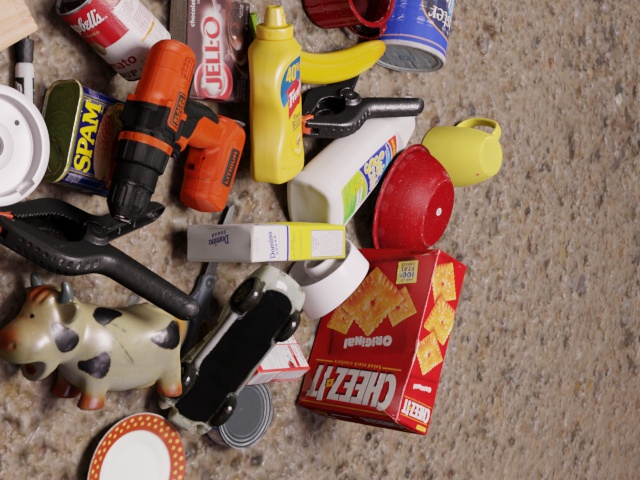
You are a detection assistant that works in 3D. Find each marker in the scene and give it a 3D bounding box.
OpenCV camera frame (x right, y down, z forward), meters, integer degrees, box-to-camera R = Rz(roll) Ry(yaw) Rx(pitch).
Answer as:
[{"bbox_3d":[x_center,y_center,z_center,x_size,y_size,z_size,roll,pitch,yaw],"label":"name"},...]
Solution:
[{"bbox_3d":[-0.282,-0.136,1.018,0.020,0.020,0.121,-2,93,-47],"label":"marker"}]

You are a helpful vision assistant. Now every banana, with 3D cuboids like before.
[{"bbox_3d":[-0.004,-0.221,1.280,0.197,0.037,0.070,5,109,-36],"label":"banana"}]

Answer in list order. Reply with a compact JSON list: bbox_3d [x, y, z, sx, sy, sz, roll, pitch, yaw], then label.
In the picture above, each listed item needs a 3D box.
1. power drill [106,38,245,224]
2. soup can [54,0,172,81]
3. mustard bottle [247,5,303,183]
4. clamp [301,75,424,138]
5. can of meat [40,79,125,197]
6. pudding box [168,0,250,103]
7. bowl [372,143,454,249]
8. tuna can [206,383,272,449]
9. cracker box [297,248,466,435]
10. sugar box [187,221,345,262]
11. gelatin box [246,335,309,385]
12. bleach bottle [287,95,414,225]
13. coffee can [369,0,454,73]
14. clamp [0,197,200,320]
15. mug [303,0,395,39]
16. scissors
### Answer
[{"bbox_3d":[-0.145,-0.088,1.085,0.187,0.057,0.184,43,62,-70],"label":"power drill"},{"bbox_3d":[-0.204,-0.216,1.063,0.102,0.069,0.068,46,60,-39],"label":"soup can"},{"bbox_3d":[-0.050,-0.167,1.200,0.096,0.058,0.192,-54,147,-62],"label":"mustard bottle"},{"bbox_3d":[0.044,-0.165,1.312,0.171,0.120,0.039,-41,151,-34],"label":"clamp"},{"bbox_3d":[-0.228,-0.097,1.051,0.083,0.058,0.102,17,80,-49],"label":"can of meat"},{"bbox_3d":[-0.122,-0.210,1.172,0.089,0.039,0.113,-2,94,-47],"label":"pudding box"},{"bbox_3d":[0.132,-0.043,1.406,0.161,0.055,0.162,-39,139,-45],"label":"bowl"},{"bbox_3d":[-0.096,0.194,1.223,0.085,0.034,0.086,-3,94,-47],"label":"tuna can"},{"bbox_3d":[0.074,0.117,1.307,0.072,0.164,0.213,30,69,-42],"label":"cracker box"},{"bbox_3d":[-0.058,0.001,1.196,0.175,0.093,0.048,3,88,-56],"label":"sugar box"},{"bbox_3d":[-0.063,0.127,1.233,0.089,0.030,0.073,3,50,-48],"label":"gelatin box"},{"bbox_3d":[0.053,-0.109,1.337,0.250,0.068,0.102,-49,153,-36],"label":"bleach bottle"},{"bbox_3d":[0.122,-0.301,1.385,0.102,0.103,0.140,19,78,-46],"label":"coffee can"},{"bbox_3d":[-0.223,-0.003,1.043,0.209,0.164,0.036,18,122,-29],"label":"clamp"},{"bbox_3d":[0.038,-0.295,1.311,0.117,0.082,0.093,51,56,-35],"label":"mug"},{"bbox_3d":[-0.142,0.052,1.180,0.096,0.016,0.202,12,83,-47],"label":"scissors"}]
